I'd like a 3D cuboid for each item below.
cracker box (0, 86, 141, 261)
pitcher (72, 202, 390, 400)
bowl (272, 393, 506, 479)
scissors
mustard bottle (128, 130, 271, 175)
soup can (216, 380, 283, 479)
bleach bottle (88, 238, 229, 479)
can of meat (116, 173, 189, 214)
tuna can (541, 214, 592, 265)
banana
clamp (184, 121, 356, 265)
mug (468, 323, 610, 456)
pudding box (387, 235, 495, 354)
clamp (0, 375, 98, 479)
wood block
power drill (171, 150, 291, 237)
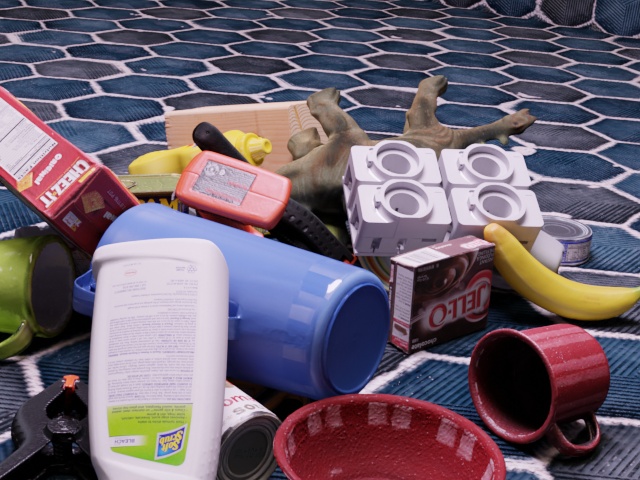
[{"bbox_3d":[-0.241,-0.048,1.012,0.214,0.164,0.072,34,78,37],"label":"cracker box"},{"bbox_3d":[-0.074,0.055,0.882,0.243,0.145,0.149,13,56,34],"label":"pitcher"},{"bbox_3d":[0.046,0.170,0.747,0.162,0.055,0.162,4,21,-2],"label":"bowl"},{"bbox_3d":[-0.030,0.114,0.931,0.096,0.016,0.201,10,21,14],"label":"scissors"},{"bbox_3d":[-0.137,-0.095,1.299,0.192,0.058,0.096,-10,0,37],"label":"mustard bottle"},{"bbox_3d":[-0.082,0.136,0.792,0.068,0.068,0.102,-13,28,-39],"label":"soup can"},{"bbox_3d":[-0.116,0.117,0.715,0.102,0.068,0.251,-5,53,8],"label":"bleach bottle"},{"bbox_3d":[-0.193,-0.024,1.162,0.102,0.084,0.057,-3,23,-20],"label":"can of meat"},{"bbox_3d":[0.279,-0.001,1.271,0.086,0.034,0.086,4,21,-2],"label":"tuna can"},{"bbox_3d":[0.242,0.040,1.081,0.197,0.070,0.037,17,11,-16],"label":"banana"},{"bbox_3d":[-0.057,-0.034,1.087,0.210,0.036,0.165,39,-14,-8],"label":"clamp"},{"bbox_3d":[0.188,0.122,0.873,0.081,0.093,0.117,-6,54,-39],"label":"mug"},{"bbox_3d":[0.116,0.050,1.025,0.113,0.090,0.039,-13,24,-35],"label":"pudding box"},{"bbox_3d":[-0.195,0.151,0.768,0.120,0.039,0.172,6,18,-21],"label":"clamp"},{"bbox_3d":[-0.093,-0.129,1.379,0.206,0.091,0.090,2,12,36],"label":"wood block"},{"bbox_3d":[-0.057,0.001,1.019,0.184,0.187,0.057,18,63,15],"label":"power drill"}]
